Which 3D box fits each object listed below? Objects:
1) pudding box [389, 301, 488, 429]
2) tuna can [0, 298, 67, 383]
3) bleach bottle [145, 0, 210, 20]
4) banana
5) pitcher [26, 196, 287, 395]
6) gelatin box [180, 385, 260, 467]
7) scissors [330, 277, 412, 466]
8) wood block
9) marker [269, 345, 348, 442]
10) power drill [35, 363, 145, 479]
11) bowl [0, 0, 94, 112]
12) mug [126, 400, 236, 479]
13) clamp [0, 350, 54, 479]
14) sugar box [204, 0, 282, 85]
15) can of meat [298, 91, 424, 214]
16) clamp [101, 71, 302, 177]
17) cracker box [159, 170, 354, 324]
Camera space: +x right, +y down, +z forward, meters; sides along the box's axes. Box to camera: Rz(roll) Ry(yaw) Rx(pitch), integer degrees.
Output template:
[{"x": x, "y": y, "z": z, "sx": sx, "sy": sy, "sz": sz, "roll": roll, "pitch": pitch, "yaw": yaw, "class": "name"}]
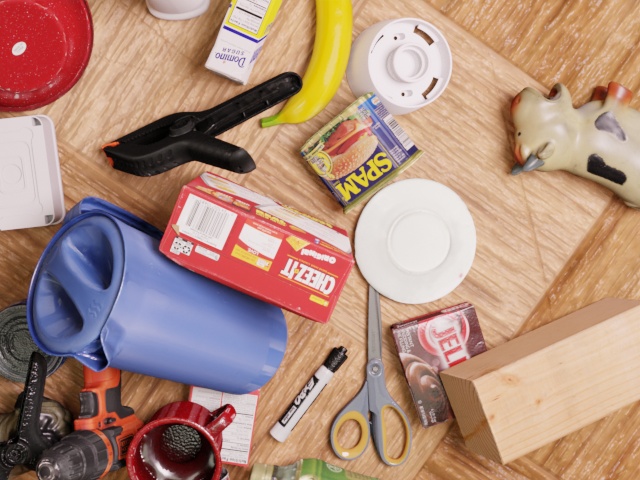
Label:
[{"x": 0.132, "y": 0.130, "z": 1.124, "sx": 0.090, "sy": 0.039, "sz": 0.113, "roll": -18, "pitch": 96, "yaw": -1, "class": "pudding box"}, {"x": -0.305, "y": 0.105, "z": 1.114, "sx": 0.086, "sy": 0.034, "sz": 0.086, "roll": 0, "pitch": 96, "yaw": -1, "class": "tuna can"}, {"x": -0.145, "y": -0.265, "z": 0.973, "sx": 0.068, "sy": 0.251, "sz": 0.102, "roll": -6, "pitch": 96, "yaw": -1, "class": "bleach bottle"}, {"x": -0.002, "y": -0.201, "z": 1.090, "sx": 0.069, "sy": 0.037, "sz": 0.198, "roll": 17, "pitch": 95, "yaw": -3, "class": "banana"}, {"x": -0.147, "y": 0.063, "z": 1.021, "sx": 0.242, "sy": 0.145, "sz": 0.149, "roll": 27, "pitch": 81, "yaw": -46, "class": "pitcher"}, {"x": -0.105, "y": 0.190, "z": 1.129, "sx": 0.073, "sy": 0.030, "sz": 0.089, "roll": 8, "pitch": 98, "yaw": -2, "class": "gelatin box"}, {"x": 0.041, "y": 0.148, "z": 1.136, "sx": 0.096, "sy": 0.016, "sz": 0.202, "roll": -16, "pitch": 95, "yaw": 1, "class": "scissors"}, {"x": 0.240, "y": 0.138, "z": 1.078, "sx": 0.206, "sy": 0.091, "sz": 0.090, "roll": -22, "pitch": 96, "yaw": -14, "class": "wood block"}, {"x": -0.011, "y": 0.162, "z": 1.134, "sx": 0.020, "sy": 0.020, "sz": 0.121, "roll": 37, "pitch": 93, "yaw": -5, "class": "marker"}, {"x": -0.233, "y": 0.142, "z": 1.055, "sx": 0.057, "sy": 0.184, "sz": 0.187, "roll": -6, "pitch": 88, "yaw": 14, "class": "power drill"}, {"x": -0.298, "y": -0.196, "z": 1.043, "sx": 0.162, "sy": 0.055, "sz": 0.162, "roll": -9, "pitch": 116, "yaw": -18, "class": "bowl"}, {"x": -0.133, "y": 0.203, "z": 1.072, "sx": 0.117, "sy": 0.081, "sz": 0.093, "roll": -41, "pitch": 96, "yaw": 6, "class": "mug"}, {"x": -0.310, "y": 0.203, "z": 1.034, "sx": 0.120, "sy": 0.039, "sz": 0.171, "roll": -13, "pitch": 93, "yaw": -14, "class": "clamp"}, {"x": -0.060, "y": -0.242, "z": 1.057, "sx": 0.048, "sy": 0.093, "sz": 0.176, "roll": 21, "pitch": 96, "yaw": -3, "class": "sugar box"}, {"x": 0.039, "y": -0.089, "z": 1.078, "sx": 0.102, "sy": 0.057, "sz": 0.084, "roll": -36, "pitch": 93, "yaw": 33, "class": "can of meat"}, {"x": -0.127, "y": -0.097, "z": 1.047, "sx": 0.210, "sy": 0.164, "sz": 0.036, "roll": -13, "pitch": 120, "yaw": 20, "class": "clamp"}, {"x": -0.057, "y": 0.001, "z": 1.020, "sx": 0.164, "sy": 0.213, "sz": 0.072, "roll": 24, "pitch": 96, "yaw": -3, "class": "cracker box"}]
